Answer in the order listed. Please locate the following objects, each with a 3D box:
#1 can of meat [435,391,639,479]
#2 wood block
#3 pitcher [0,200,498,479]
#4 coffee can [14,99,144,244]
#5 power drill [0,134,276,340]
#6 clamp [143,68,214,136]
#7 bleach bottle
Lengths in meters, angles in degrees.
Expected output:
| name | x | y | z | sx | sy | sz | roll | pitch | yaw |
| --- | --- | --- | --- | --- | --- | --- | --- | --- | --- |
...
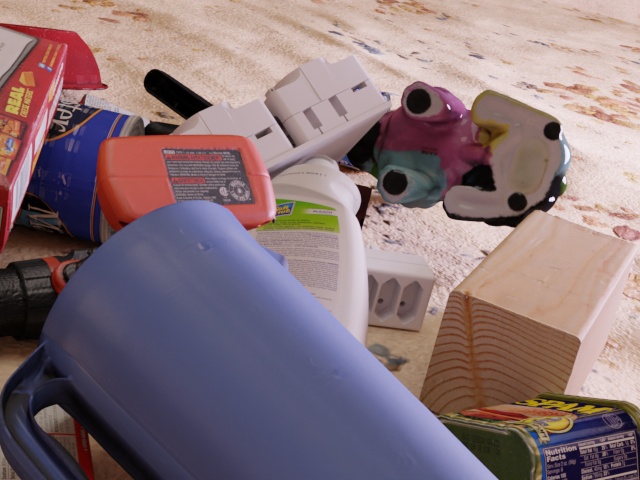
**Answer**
| name | x | y | z | sx | sy | sz | roll | pitch | yaw |
| --- | --- | --- | --- | --- | --- | --- | --- | --- | --- |
| can of meat | 0.122 | 0.122 | 0.607 | 0.083 | 0.057 | 0.102 | -4 | -1 | -29 |
| wood block | 0.155 | 0.057 | 0.765 | 0.090 | 0.091 | 0.205 | 21 | 25 | 19 |
| pitcher | -0.022 | 0.103 | 0.498 | 0.243 | 0.149 | 0.145 | 40 | 0 | 28 |
| coffee can | -0.215 | -0.060 | 0.812 | 0.140 | 0.103 | 0.102 | 13 | 23 | -1 |
| power drill | -0.126 | 0.005 | 0.629 | 0.184 | 0.188 | 0.057 | -6 | 70 | -36 |
| clamp | -0.075 | -0.091 | 0.982 | 0.209 | 0.036 | 0.164 | 21 | 23 | -24 |
| bleach bottle | -0.007 | 0.018 | 0.721 | 0.102 | 0.068 | 0.250 | 5 | 36 | 6 |
